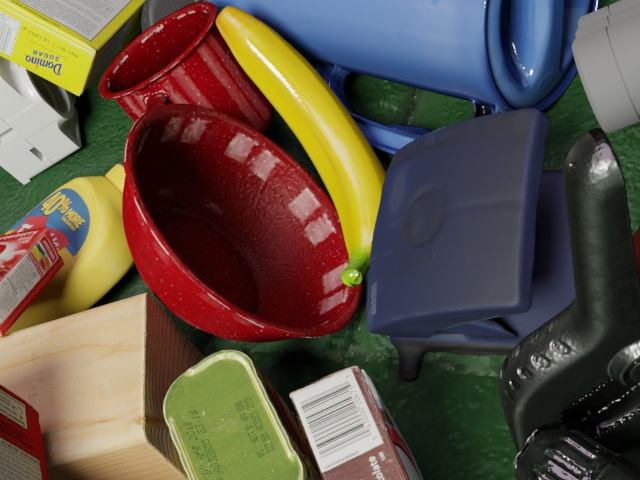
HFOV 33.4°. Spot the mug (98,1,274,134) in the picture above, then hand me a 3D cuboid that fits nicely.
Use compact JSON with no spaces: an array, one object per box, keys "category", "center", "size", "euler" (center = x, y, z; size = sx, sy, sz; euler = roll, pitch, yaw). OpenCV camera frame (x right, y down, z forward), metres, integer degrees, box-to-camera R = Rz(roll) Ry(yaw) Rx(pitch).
[{"category":"mug","center":[-0.084,-0.088,0.691],"size":[0.093,0.081,0.117],"euler":[-25,33,21]}]

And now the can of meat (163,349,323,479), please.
[{"category":"can of meat","center":[-0.029,0.114,0.526],"size":[0.057,0.084,0.102],"euler":[-32,48,0]}]

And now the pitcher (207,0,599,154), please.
[{"category":"pitcher","center":[0.040,-0.153,0.680],"size":[0.243,0.145,0.149],"euler":[17,51,38]}]

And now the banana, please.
[{"category":"banana","center":[0.001,-0.061,0.642],"size":[0.037,0.069,0.198],"euler":[-37,67,22]}]

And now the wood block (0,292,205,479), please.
[{"category":"wood block","center":[-0.169,0.113,0.587],"size":[0.206,0.090,0.090],"euler":[-16,51,12]}]

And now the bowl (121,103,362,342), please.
[{"category":"bowl","center":[-0.054,0.001,0.602],"size":[0.055,0.161,0.162],"euler":[-44,41,31]}]

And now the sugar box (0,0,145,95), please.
[{"category":"sugar box","center":[-0.175,-0.178,0.778],"size":[0.093,0.048,0.176],"euler":[28,34,-3]}]

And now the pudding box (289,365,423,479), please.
[{"category":"pudding box","center":[0.032,0.125,0.486],"size":[0.039,0.090,0.113],"euler":[-25,48,3]}]

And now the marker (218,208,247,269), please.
[{"category":"marker","center":[-0.055,-0.005,0.672],"size":[0.020,0.020,0.121],"euler":[-4,54,22]}]

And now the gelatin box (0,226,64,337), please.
[{"category":"gelatin box","center":[-0.203,0.027,0.608],"size":[0.089,0.030,0.073],"euler":[-9,29,24]}]

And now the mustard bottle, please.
[{"category":"mustard bottle","center":[-0.172,0.015,0.684],"size":[0.191,0.058,0.096],"euler":[-43,38,-11]}]
